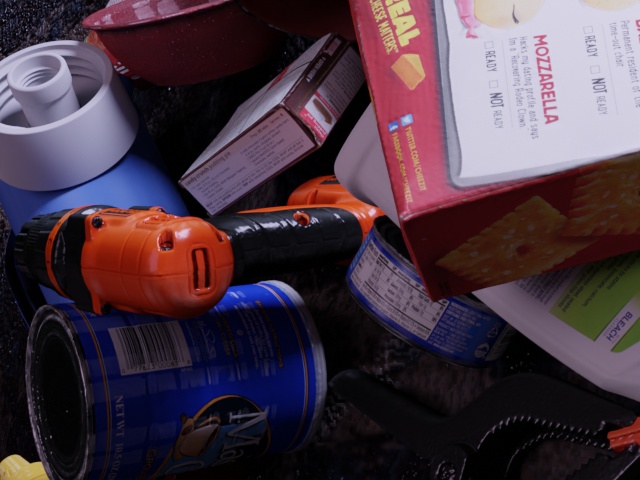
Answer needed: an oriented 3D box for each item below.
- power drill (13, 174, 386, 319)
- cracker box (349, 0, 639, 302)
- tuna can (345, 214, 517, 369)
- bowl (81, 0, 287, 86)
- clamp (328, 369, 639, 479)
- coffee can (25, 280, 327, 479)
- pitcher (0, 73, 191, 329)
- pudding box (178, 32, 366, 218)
[{"bbox_3d":[-0.054,0.001,0.577,0.185,0.187,0.057,8,105,53],"label":"power drill"},{"bbox_3d":[0.122,-0.084,0.396,0.214,0.072,0.164,-15,57,8],"label":"cracker box"},{"bbox_3d":[0.056,0.024,0.511,0.034,0.086,0.086,-61,37,17],"label":"tuna can"},{"bbox_3d":[-0.080,-0.148,0.743,0.162,0.161,0.055,19,128,54],"label":"bowl"},{"bbox_3d":[0.066,0.107,0.500,0.210,0.036,0.164,-33,42,37],"label":"clamp"},{"bbox_3d":[-0.082,0.080,0.601,0.103,0.140,0.103,12,104,57],"label":"coffee can"},{"bbox_3d":[-0.160,0.002,0.775,0.243,0.145,0.149,-125,20,-45],"label":"pitcher"},{"bbox_3d":[-0.028,-0.072,0.670,0.114,0.039,0.090,-32,19,44],"label":"pudding box"}]
